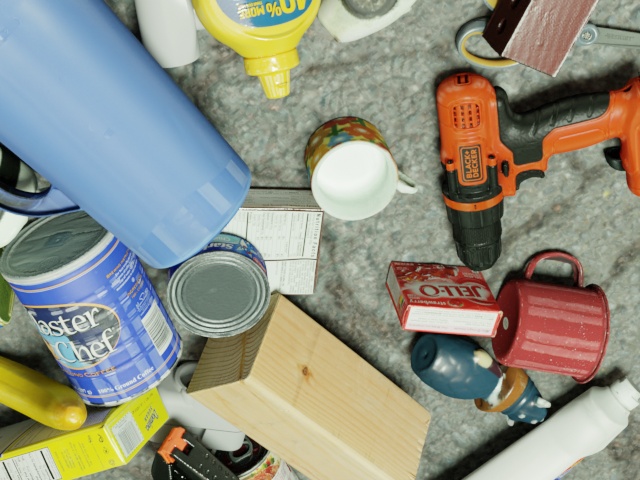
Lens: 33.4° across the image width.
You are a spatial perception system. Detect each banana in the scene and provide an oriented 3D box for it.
[{"bbox_3d":[-0.256,0.128,0.907,0.069,0.198,0.037,26,81,-56],"label":"banana"}]

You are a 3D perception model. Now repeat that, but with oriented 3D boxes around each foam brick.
[{"bbox_3d":[0.171,-0.175,0.823,0.051,0.053,0.078,19,114,-18],"label":"foam brick"}]

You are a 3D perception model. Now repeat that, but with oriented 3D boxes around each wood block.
[{"bbox_3d":[-0.005,0.147,0.965,0.206,0.090,0.090,41,141,-27],"label":"wood block"}]

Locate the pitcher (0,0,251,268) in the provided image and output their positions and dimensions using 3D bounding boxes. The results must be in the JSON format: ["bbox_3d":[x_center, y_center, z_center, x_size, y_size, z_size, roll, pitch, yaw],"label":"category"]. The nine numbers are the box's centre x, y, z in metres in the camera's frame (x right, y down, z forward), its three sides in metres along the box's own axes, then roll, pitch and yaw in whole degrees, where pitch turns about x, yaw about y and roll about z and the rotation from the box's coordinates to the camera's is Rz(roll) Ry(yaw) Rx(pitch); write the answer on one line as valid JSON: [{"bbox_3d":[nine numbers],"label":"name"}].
[{"bbox_3d":[-0.174,-0.087,0.776,0.149,0.144,0.242,-20,122,45],"label":"pitcher"}]

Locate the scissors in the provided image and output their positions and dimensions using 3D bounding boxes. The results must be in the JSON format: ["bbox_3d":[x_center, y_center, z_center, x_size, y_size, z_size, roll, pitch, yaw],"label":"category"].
[{"bbox_3d":[0.208,-0.185,0.864,0.201,0.016,0.096,-9,121,-4],"label":"scissors"}]

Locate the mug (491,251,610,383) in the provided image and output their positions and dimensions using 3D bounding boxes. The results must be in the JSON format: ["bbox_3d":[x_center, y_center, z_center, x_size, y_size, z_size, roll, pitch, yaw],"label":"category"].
[{"bbox_3d":[0.209,0.068,0.980,0.081,0.093,0.117,9,88,-9],"label":"mug"}]

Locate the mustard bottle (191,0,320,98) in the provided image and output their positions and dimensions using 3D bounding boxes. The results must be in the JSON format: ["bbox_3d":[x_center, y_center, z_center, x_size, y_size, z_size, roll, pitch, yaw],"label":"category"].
[{"bbox_3d":[-0.049,-0.197,0.765,0.096,0.058,0.191,-18,110,-22],"label":"mustard bottle"}]

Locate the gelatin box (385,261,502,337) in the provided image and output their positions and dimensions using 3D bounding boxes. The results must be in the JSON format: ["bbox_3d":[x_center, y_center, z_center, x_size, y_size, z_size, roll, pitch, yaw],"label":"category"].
[{"bbox_3d":[0.110,0.051,0.954,0.089,0.073,0.030,5,120,-12],"label":"gelatin box"}]

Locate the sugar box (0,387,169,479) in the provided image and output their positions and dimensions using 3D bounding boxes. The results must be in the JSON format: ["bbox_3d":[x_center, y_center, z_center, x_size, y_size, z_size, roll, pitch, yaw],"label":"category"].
[{"bbox_3d":[-0.230,0.180,0.936,0.176,0.093,0.048,-22,99,22],"label":"sugar box"}]

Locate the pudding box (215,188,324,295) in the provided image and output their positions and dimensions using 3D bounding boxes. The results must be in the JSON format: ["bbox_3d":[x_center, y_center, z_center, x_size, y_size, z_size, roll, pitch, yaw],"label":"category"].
[{"bbox_3d":[-0.056,0.001,0.919,0.113,0.039,0.090,0,121,-12],"label":"pudding box"}]

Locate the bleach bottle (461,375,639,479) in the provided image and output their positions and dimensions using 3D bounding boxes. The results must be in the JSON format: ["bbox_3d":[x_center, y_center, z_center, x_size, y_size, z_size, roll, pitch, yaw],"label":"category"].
[{"bbox_3d":[0.213,0.223,1.065,0.251,0.068,0.102,-42,157,14],"label":"bleach bottle"}]

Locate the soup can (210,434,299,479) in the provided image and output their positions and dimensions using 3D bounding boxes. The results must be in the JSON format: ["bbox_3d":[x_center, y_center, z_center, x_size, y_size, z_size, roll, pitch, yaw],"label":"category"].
[{"bbox_3d":[-0.057,0.237,1.041,0.068,0.068,0.102,-24,122,5],"label":"soup can"}]

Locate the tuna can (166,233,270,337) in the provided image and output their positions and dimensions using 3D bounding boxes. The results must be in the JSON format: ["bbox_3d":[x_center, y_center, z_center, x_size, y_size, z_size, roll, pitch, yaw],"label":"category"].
[{"bbox_3d":[-0.085,0.037,0.890,0.086,0.034,0.086,-3,122,-6],"label":"tuna can"}]

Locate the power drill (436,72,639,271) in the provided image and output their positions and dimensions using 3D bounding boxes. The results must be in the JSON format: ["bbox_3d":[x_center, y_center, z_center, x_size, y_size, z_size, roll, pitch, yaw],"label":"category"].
[{"bbox_3d":[0.195,-0.060,0.896,0.188,0.057,0.184,-7,123,7],"label":"power drill"}]

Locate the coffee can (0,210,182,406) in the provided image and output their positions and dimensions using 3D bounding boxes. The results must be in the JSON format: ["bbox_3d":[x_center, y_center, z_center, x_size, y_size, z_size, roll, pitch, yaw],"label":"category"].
[{"bbox_3d":[-0.189,0.053,0.890,0.103,0.103,0.140,-20,122,3],"label":"coffee can"}]

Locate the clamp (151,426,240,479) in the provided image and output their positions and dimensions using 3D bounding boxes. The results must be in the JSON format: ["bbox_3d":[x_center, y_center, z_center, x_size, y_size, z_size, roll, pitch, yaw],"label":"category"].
[{"bbox_3d":[-0.110,0.246,1.001,0.165,0.036,0.210,2,136,34],"label":"clamp"}]
